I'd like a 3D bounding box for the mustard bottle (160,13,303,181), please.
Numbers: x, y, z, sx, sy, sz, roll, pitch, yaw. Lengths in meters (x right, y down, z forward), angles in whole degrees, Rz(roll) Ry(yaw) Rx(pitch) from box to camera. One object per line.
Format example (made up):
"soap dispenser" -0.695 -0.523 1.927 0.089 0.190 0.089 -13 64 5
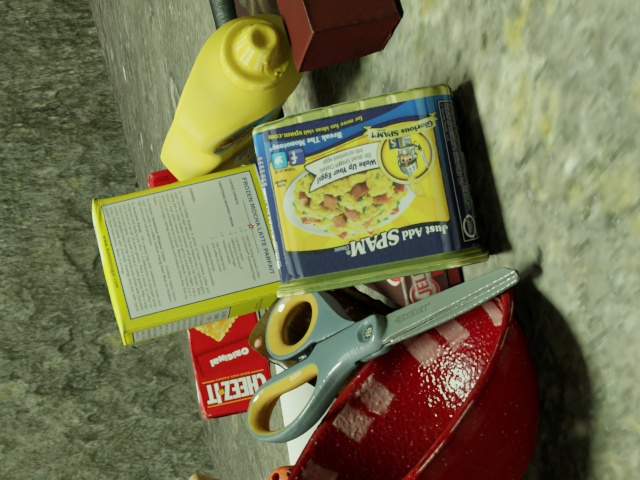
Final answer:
"mustard bottle" -0.052 -0.093 0.674 0.058 0.096 0.192 47 164 -2

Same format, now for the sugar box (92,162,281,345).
"sugar box" -0.055 0.001 0.704 0.048 0.176 0.093 119 137 -70

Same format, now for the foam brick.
"foam brick" 0.005 -0.140 0.579 0.053 0.051 0.078 129 126 -74

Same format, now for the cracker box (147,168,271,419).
"cracker box" -0.096 0.035 0.958 0.164 0.072 0.214 -132 30 -83

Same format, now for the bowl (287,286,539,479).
"bowl" 0.049 0.095 0.496 0.055 0.162 0.162 40 171 -9

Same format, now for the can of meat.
"can of meat" 0.023 -0.023 0.510 0.057 0.102 0.084 -16 -85 -78

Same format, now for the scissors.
"scissors" 0.022 0.036 0.546 0.202 0.016 0.096 -43 38 36
